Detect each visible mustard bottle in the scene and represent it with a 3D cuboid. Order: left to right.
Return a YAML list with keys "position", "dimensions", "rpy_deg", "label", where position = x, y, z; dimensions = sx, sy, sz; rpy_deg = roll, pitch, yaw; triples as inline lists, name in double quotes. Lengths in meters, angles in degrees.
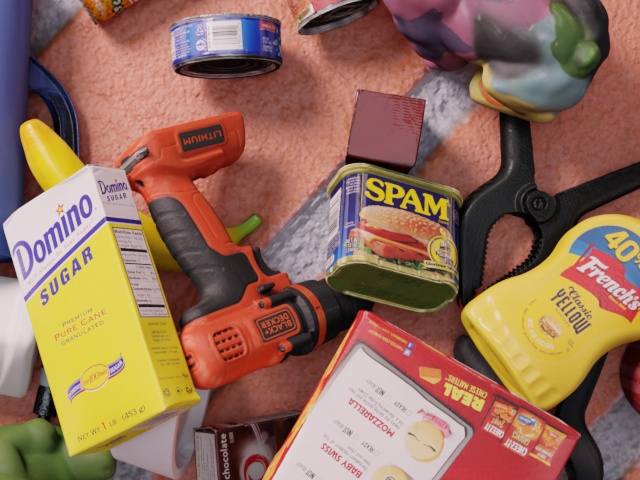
- position: [0.206, 0.037, 0.790]
  dimensions: [0.191, 0.058, 0.096]
  rpy_deg: [-35, 80, -8]
  label: "mustard bottle"

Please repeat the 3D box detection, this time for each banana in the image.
- position: [-0.143, -0.022, 0.807]
  dimensions: [0.197, 0.037, 0.069]
  rpy_deg: [24, 75, -25]
  label: "banana"

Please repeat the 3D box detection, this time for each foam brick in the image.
- position: [0.048, -0.081, 0.814]
  dimensions: [0.053, 0.078, 0.051]
  rpy_deg: [10, 89, 0]
  label: "foam brick"

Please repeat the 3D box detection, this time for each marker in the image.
- position: [-0.206, 0.082, 0.834]
  dimensions: [0.020, 0.020, 0.121]
  rpy_deg: [10, 87, 0]
  label: "marker"

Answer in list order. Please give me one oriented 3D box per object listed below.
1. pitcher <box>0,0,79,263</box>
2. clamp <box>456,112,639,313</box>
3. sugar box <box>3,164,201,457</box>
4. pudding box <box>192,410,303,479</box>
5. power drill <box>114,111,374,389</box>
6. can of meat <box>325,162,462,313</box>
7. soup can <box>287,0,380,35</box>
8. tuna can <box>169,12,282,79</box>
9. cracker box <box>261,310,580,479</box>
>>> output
- position: [-0.270, -0.102, 0.798]
  dimensions: [0.145, 0.149, 0.243]
  rpy_deg: [3, 84, 15]
  label: "pitcher"
- position: [0.177, -0.027, 0.832]
  dimensions: [0.164, 0.036, 0.210]
  rpy_deg: [25, 86, -1]
  label: "clamp"
- position: [-0.152, 0.047, 0.725]
  dimensions: [0.093, 0.048, 0.176]
  rpy_deg: [-29, 75, 26]
  label: "sugar box"
- position: [-0.046, 0.189, 0.798]
  dimensions: [0.089, 0.039, 0.113]
  rpy_deg: [-3, 84, -40]
  label: "pudding box"
- position: [-0.055, 0.001, 0.785]
  dimensions: [0.184, 0.057, 0.188]
  rpy_deg: [-19, 79, -45]
  label: "power drill"
- position: [0.054, 0.000, 0.795]
  dimensions: [0.102, 0.058, 0.084]
  rpy_deg: [15, 57, -17]
  label: "can of meat"
- position: [-0.003, -0.219, 0.825]
  dimensions: [0.068, 0.068, 0.102]
  rpy_deg: [-20, 88, -1]
  label: "soup can"
- position: [-0.071, -0.147, 0.813]
  dimensions: [0.086, 0.086, 0.034]
  rpy_deg: [-4, 88, 0]
  label: "tuna can"
- position: [0.046, 0.177, 0.713]
  dimensions: [0.164, 0.072, 0.213]
  rpy_deg: [29, 87, 1]
  label: "cracker box"
